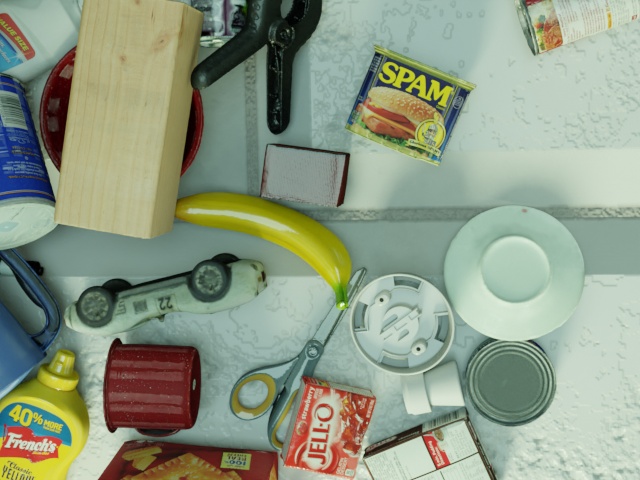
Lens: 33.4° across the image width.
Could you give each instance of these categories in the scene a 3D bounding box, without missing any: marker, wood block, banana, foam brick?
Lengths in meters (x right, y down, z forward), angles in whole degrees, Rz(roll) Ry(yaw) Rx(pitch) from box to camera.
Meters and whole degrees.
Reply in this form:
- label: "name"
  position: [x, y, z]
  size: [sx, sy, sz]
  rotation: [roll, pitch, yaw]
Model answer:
- label: "marker"
  position: [-0.341, 0.023, 1.088]
  size: [0.121, 0.020, 0.020]
  rotation: [7, 97, 7]
- label: "wood block"
  position: [-0.171, -0.113, 0.960]
  size: [0.090, 0.090, 0.206]
  rotation: [10, 97, 6]
- label: "banana"
  position: [-0.045, -0.007, 1.027]
  size: [0.198, 0.069, 0.037]
  rotation: [27, 132, 10]
- label: "foam brick"
  position: [-0.013, -0.063, 1.022]
  size: [0.078, 0.053, 0.051]
  rotation: [8, 97, 7]

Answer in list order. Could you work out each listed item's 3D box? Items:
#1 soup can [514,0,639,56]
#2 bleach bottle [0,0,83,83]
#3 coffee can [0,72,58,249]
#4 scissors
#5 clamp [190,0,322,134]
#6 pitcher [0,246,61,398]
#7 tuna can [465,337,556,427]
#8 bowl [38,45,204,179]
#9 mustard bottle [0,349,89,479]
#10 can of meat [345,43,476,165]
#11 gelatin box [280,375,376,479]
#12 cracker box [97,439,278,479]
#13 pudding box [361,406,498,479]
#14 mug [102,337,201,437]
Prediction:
- label: "soup can"
  position: [0.233, -0.216, 0.967]
  size: [0.102, 0.068, 0.068]
  rotation: [-19, 93, 8]
- label: "bleach bottle"
  position: [-0.330, -0.193, 1.044]
  size: [0.251, 0.068, 0.102]
  rotation: [-21, 95, 7]
- label: "coffee can"
  position: [-0.314, -0.073, 1.012]
  size: [0.103, 0.102, 0.140]
  rotation: [-23, 73, 9]
- label: "scissors"
  position: [-0.028, 0.110, 1.058]
  size: [0.096, 0.016, 0.202]
  rotation: [16, 98, 2]
- label: "clamp"
  position: [-0.040, -0.186, 1.006]
  size: [0.039, 0.120, 0.171]
  rotation: [29, 84, 40]
- label: "pitcher"
  position: [-0.379, 0.054, 1.034]
  size: [0.145, 0.149, 0.243]
  rotation: [-32, 96, 31]
- label: "tuna can"
  position: [0.182, 0.133, 1.026]
  size: [0.086, 0.033, 0.086]
  rotation: [1, 96, 7]
- label: "bowl"
  position: [-0.186, -0.118, 1.036]
  size: [0.162, 0.055, 0.162]
  rotation: [1, 96, 7]
- label: "mustard bottle"
  position: [-0.287, 0.200, 1.080]
  size: [0.096, 0.058, 0.192]
  rotation: [21, 98, 3]
- label: "can of meat"
  position: [0.083, -0.126, 1.001]
  size: [0.102, 0.057, 0.084]
  rotation: [23, 101, 5]
- label: "gelatin box"
  position: [0.007, 0.184, 1.045]
  size: [0.073, 0.030, 0.089]
  rotation: [14, 97, -12]
- label: "cracker box"
  position: [-0.137, 0.264, 0.985]
  size: [0.164, 0.213, 0.072]
  rotation: [3, 106, 8]
- label: "pudding box"
  position: [0.109, 0.227, 1.043]
  size: [0.113, 0.039, 0.090]
  rotation: [-24, 93, 11]
- label: "mug"
  position: [-0.162, 0.152, 1.051]
  size: [0.081, 0.093, 0.117]
  rotation: [2, 127, 2]
